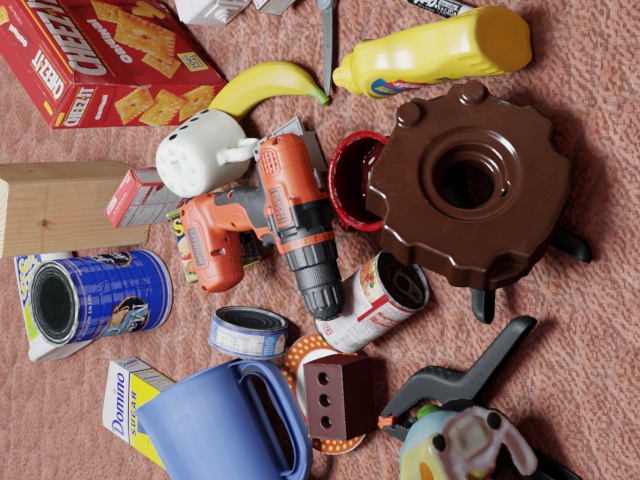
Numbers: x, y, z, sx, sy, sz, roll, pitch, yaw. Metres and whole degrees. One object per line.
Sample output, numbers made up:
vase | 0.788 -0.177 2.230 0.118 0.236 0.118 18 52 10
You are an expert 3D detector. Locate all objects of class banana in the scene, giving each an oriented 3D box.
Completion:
banana | -0.075 -0.150 1.161 0.198 0.037 0.069 -18 82 42

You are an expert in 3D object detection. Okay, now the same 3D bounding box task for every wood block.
wood block | -0.309 -0.041 1.273 0.090 0.205 0.091 21 108 39

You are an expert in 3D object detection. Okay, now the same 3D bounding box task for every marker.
marker | 0.100 -0.226 1.005 0.121 0.020 0.020 32 115 35

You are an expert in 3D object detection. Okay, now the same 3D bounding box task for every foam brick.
foam brick | 0.020 0.156 1.071 0.053 0.051 0.078 -3 92 42

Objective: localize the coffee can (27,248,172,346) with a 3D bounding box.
coffee can | -0.265 0.067 1.289 0.103 0.140 0.103 6 99 42

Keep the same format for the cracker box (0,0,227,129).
cracker box | -0.232 -0.202 1.179 0.164 0.213 0.072 52 125 25

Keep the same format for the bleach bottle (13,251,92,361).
bleach bottle | -0.377 0.030 1.442 0.103 0.067 0.251 -30 72 40

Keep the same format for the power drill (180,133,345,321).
power drill | -0.057 0.001 1.073 0.188 0.057 0.184 -17 86 47

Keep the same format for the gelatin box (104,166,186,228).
gelatin box | -0.199 -0.052 1.250 0.030 0.089 0.073 54 127 24

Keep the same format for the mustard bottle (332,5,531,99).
mustard bottle | 0.087 -0.165 0.971 0.192 0.096 0.058 -5 92 42

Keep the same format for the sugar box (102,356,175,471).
sugar box | -0.199 0.218 1.311 0.176 0.048 0.093 21 108 37

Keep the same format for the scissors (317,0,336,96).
scissors | -0.005 -0.258 1.099 0.096 0.016 0.202 25 111 40

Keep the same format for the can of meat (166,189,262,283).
can of meat | -0.119 -0.004 1.206 0.102 0.057 0.084 -20 83 42

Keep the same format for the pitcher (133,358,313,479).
pitcher | -0.084 0.253 1.152 0.243 0.144 0.149 62 156 7

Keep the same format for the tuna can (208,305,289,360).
tuna can | -0.077 0.099 1.159 0.086 0.085 0.034 20 106 39

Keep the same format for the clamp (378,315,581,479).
clamp | 0.143 0.170 1.000 0.210 0.036 0.164 -24 85 44

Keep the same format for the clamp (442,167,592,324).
clamp | 0.152 -0.013 0.964 0.120 0.039 0.171 -41 63 16

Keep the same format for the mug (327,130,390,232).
mug | 0.062 -0.050 1.018 0.093 0.081 0.117 52 125 25

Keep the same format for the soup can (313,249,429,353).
soup can | 0.049 0.061 1.052 0.102 0.068 0.068 -39 69 38
